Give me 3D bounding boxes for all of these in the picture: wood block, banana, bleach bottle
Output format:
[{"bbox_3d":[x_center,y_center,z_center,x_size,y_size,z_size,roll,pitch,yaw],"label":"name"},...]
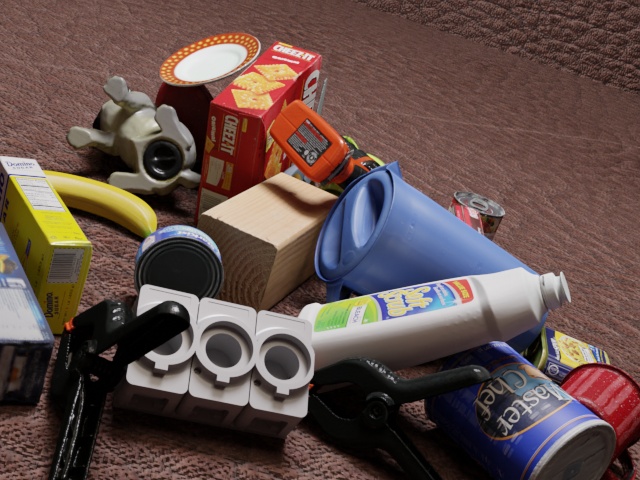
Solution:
[{"bbox_3d":[-0.057,0.001,1.161,0.091,0.090,0.205,24,22,14],"label":"wood block"},{"bbox_3d":[-0.260,-0.045,1.167,0.197,0.037,0.069,19,20,-3],"label":"banana"},{"bbox_3d":[0.100,0.071,0.967,0.251,0.068,0.102,-17,17,19],"label":"bleach bottle"}]

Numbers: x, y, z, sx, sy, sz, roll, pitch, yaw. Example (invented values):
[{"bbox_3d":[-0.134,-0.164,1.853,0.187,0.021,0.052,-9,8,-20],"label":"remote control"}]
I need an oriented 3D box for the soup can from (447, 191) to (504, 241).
[{"bbox_3d":[0.184,-0.003,1.358,0.068,0.102,0.068,17,22,-7],"label":"soup can"}]

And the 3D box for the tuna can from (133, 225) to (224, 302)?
[{"bbox_3d":[-0.137,0.029,1.031,0.086,0.086,0.034,14,21,-15],"label":"tuna can"}]

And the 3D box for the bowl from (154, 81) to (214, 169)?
[{"bbox_3d":[-0.171,-0.150,1.395,0.055,0.162,0.162,-32,44,-15],"label":"bowl"}]

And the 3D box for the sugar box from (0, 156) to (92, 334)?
[{"bbox_3d":[-0.265,0.001,0.979,0.048,0.093,0.176,3,26,-37],"label":"sugar box"}]

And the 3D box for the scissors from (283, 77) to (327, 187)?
[{"bbox_3d":[-0.022,-0.109,1.314,0.016,0.202,0.096,5,-1,26],"label":"scissors"}]

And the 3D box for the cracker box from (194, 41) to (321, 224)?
[{"bbox_3d":[-0.071,-0.125,1.289,0.072,0.164,0.213,19,33,11],"label":"cracker box"}]

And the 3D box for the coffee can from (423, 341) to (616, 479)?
[{"bbox_3d":[0.176,0.164,0.953,0.102,0.103,0.140,0,29,-40],"label":"coffee can"}]

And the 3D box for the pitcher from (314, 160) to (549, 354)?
[{"bbox_3d":[0.120,0.043,1.130,0.242,0.149,0.145,29,25,-23],"label":"pitcher"}]

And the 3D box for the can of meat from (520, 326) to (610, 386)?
[{"bbox_3d":[0.263,0.141,1.148,0.084,0.057,0.102,22,22,0],"label":"can of meat"}]

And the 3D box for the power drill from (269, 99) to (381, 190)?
[{"bbox_3d":[0.022,-0.091,1.229,0.185,0.057,0.187,46,10,36],"label":"power drill"}]

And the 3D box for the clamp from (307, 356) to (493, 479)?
[{"bbox_3d":[0.062,0.138,0.912,0.172,0.120,0.039,25,-3,19],"label":"clamp"}]

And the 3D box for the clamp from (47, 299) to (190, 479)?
[{"bbox_3d":[-0.162,0.089,0.809,0.036,0.164,0.210,33,6,-23],"label":"clamp"}]
